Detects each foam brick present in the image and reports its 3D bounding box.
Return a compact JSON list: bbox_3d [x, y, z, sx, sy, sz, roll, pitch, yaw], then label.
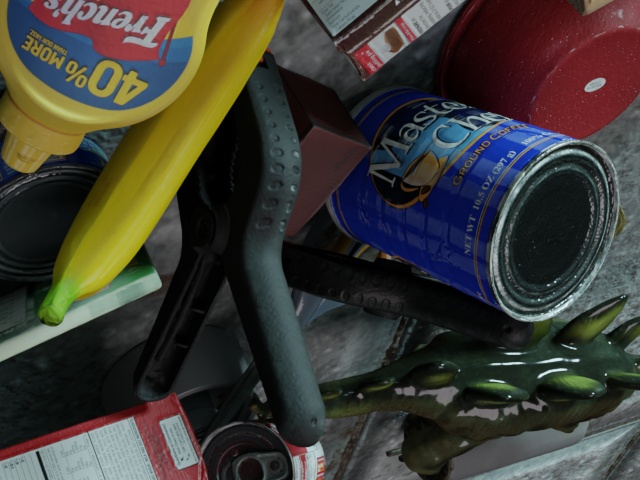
[{"bbox_3d":[-0.021,-0.049,0.615,0.052,0.051,0.078,15,126,-47],"label":"foam brick"}]

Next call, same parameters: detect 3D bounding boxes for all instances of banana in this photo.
[{"bbox_3d":[-0.077,-0.044,0.530,0.037,0.070,0.198,32,90,-22],"label":"banana"}]

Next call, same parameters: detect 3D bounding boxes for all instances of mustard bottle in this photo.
[{"bbox_3d":[-0.091,-0.107,0.465,0.096,0.058,0.192,25,117,-24],"label":"mustard bottle"}]

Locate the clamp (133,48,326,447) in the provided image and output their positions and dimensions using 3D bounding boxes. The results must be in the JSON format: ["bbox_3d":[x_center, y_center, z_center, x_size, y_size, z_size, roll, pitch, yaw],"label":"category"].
[{"bbox_3d":[-0.054,0.001,0.573,0.036,0.210,0.165,5,171,-38],"label":"clamp"}]

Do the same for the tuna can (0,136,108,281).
[{"bbox_3d":[-0.149,-0.019,0.573,0.086,0.034,0.086,-20,144,-15],"label":"tuna can"}]

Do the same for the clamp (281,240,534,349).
[{"bbox_3d":[0.049,0.031,0.675,0.120,0.171,0.039,32,76,-80],"label":"clamp"}]

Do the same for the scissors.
[{"bbox_3d":[-0.010,0.060,0.740,0.096,0.016,0.202,10,111,-48],"label":"scissors"}]

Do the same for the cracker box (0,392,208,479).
[{"bbox_3d":[-0.184,0.185,0.658,0.213,0.072,0.164,-16,155,-24],"label":"cracker box"}]

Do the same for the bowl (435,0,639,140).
[{"bbox_3d":[0.154,-0.111,0.664,0.162,0.055,0.162,-20,144,-16],"label":"bowl"}]

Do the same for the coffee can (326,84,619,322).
[{"bbox_3d":[0.084,-0.025,0.617,0.102,0.141,0.103,-16,118,-34],"label":"coffee can"}]

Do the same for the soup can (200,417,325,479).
[{"bbox_3d":[-0.039,0.157,0.735,0.068,0.068,0.102,-35,167,6],"label":"soup can"}]

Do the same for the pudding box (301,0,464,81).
[{"bbox_3d":[0.021,-0.142,0.476,0.090,0.113,0.039,-38,148,12],"label":"pudding box"}]
